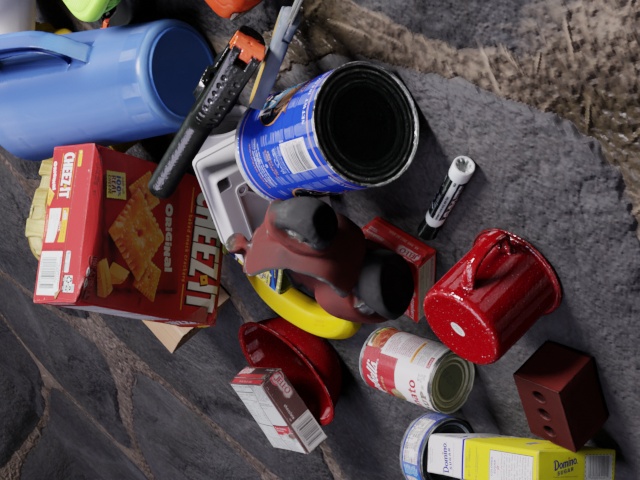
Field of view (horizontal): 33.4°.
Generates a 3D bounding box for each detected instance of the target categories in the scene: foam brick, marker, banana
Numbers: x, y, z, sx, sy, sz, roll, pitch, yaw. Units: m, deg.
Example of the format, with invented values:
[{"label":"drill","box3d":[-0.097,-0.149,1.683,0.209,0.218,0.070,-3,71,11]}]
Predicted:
[{"label":"foam brick","box3d":[0.212,0.138,0.942,0.053,0.051,0.078,18,140,47]},{"label":"marker","box3d":[0.106,-0.033,0.917,0.020,0.020,0.121,43,153,12]},{"label":"banana","box3d":[-0.014,0.074,1.223,0.198,0.037,0.069,16,126,47]}]

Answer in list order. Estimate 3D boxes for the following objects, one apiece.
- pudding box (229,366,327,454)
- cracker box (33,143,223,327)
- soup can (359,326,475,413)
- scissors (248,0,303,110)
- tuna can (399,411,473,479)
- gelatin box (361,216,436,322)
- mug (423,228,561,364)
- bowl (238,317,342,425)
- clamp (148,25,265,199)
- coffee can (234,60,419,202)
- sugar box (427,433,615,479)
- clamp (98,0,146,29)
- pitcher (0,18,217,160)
[{"label":"pudding box","box3d":[-0.054,0.210,1.330,0.090,0.039,0.113,-7,117,59]},{"label":"cracker box","box3d":[-0.195,0.001,1.147,0.072,0.164,0.213,-1,169,37]},{"label":"soup can","box3d":[0.098,0.131,1.090,0.102,0.068,0.068,14,137,48]},{"label":"scissors","box3d":[-0.022,-0.181,0.837,0.016,0.096,0.202,18,144,-9]},{"label":"tuna can","box3d":[0.128,0.230,1.153,0.034,0.086,0.086,5,130,52]},{"label":"gelatin box","box3d":[0.074,0.028,1.033,0.073,0.030,0.089,33,150,29]},{"label":"mug","box3d":[0.141,0.043,0.894,0.093,0.081,0.117,32,149,31]},{"label":"bowl","box3d":[-0.026,0.149,1.314,0.162,0.055,0.162,36,151,24]},{"label":"clamp","box3d":[-0.087,-0.137,0.933,0.036,0.164,0.210,28,152,-12]},{"label":"coffee can","box3d":[0.002,-0.088,0.911,0.103,0.102,0.141,57,152,-14]},{"label":"sugar box","box3d":[0.188,0.212,1.025,0.176,0.093,0.048,-4,81,62]},{"label":"clamp","box3d":[-0.197,-0.266,1.056,0.120,0.039,0.171,40,152,24]},{"label":"pitcher","box3d":[-0.232,-0.160,1.089,0.243,0.149,0.145,-3,110,38]}]
